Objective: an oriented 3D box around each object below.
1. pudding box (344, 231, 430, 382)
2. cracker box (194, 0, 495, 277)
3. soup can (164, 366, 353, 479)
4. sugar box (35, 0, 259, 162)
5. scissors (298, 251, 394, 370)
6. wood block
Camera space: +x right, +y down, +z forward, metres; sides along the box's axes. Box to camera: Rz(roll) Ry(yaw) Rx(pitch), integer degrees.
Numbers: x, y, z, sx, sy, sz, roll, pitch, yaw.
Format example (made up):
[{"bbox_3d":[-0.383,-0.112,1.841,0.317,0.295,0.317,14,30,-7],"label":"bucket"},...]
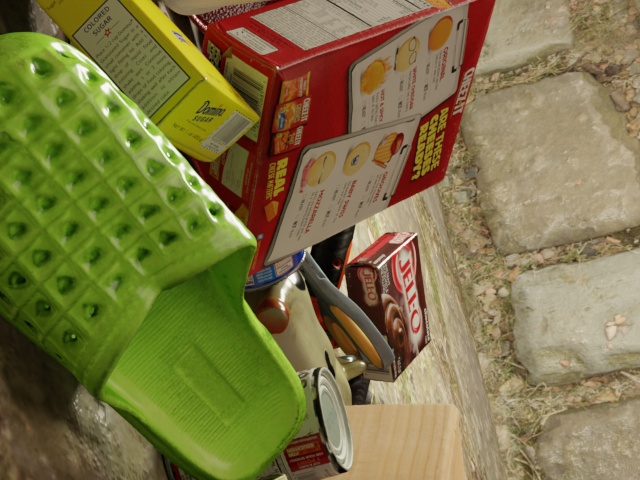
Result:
[{"bbox_3d":[0.062,0.058,0.963,0.089,0.039,0.113,-36,124,-54],"label":"pudding box"},{"bbox_3d":[0.012,-0.087,0.718,0.072,0.213,0.164,38,-45,28],"label":"cracker box"},{"bbox_3d":[-0.038,0.122,0.659,0.068,0.102,0.068,-16,90,-78],"label":"soup can"},{"bbox_3d":[-0.115,-0.124,0.590,0.176,0.048,0.093,50,6,14],"label":"sugar box"},{"bbox_3d":[-0.009,0.033,0.905,0.202,0.016,0.096,49,-19,14],"label":"scissors"},{"bbox_3d":[0.045,0.204,0.718,0.206,0.090,0.091,-66,150,-63],"label":"wood block"}]
